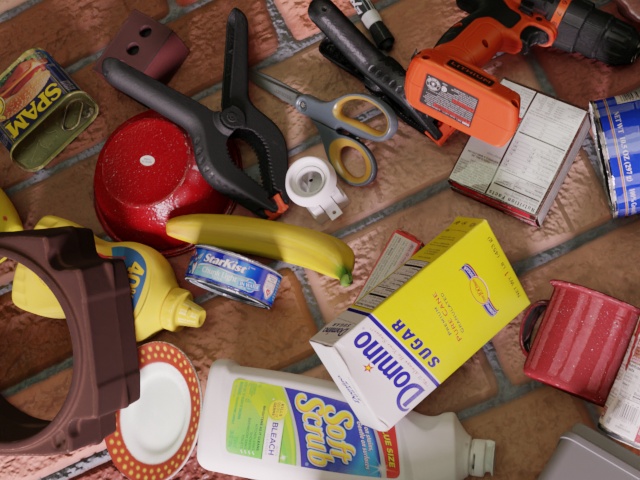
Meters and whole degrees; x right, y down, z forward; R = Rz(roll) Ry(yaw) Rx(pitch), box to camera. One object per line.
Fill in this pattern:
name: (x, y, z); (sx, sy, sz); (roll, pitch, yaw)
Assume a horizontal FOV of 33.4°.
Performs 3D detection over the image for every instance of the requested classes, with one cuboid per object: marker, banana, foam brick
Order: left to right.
foam brick: (-0.180, -0.184, 1.082); (0.053, 0.051, 0.078); (32, 85, 21)
banana: (-0.045, 0.002, 0.982); (0.198, 0.069, 0.037); (13, 97, 25)
marker: (0.040, -0.236, 1.052); (0.020, 0.020, 0.121); (-30, 69, 6)

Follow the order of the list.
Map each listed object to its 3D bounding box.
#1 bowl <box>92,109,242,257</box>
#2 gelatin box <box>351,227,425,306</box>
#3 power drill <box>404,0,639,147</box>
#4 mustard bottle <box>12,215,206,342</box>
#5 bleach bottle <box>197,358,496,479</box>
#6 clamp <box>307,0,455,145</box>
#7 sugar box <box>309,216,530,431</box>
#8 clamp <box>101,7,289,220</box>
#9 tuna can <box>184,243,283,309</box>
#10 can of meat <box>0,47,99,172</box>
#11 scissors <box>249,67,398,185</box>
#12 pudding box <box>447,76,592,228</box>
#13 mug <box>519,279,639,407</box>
bowl: (-0.160, -0.067, 1.041); (0.162, 0.055, 0.162); (-4, 73, 14)
gelatin box: (0.063, 0.041, 0.935); (0.030, 0.073, 0.089); (27, 83, 22)
power drill: (0.173, -0.164, 0.937); (0.184, 0.057, 0.187); (27, 52, 15)
mustard bottle: (-0.196, 0.046, 1.016); (0.192, 0.058, 0.096); (17, 82, 19)
bleach bottle: (0.024, 0.165, 0.918); (0.251, 0.068, 0.102); (4, 75, 14)
clamp: (0.053, -0.155, 0.975); (0.171, 0.120, 0.039); (39, 93, 18)
sugar box: (0.085, 0.067, 0.883); (0.176, 0.048, 0.093); (-40, 110, -22)
clamp: (-0.101, -0.111, 1.007); (0.164, 0.036, 0.210); (-22, 84, -31)
tuna can: (-0.079, 0.033, 0.972); (0.086, 0.086, 0.034); (16, 81, 19)
can of meat: (-0.293, -0.136, 1.098); (0.102, 0.057, 0.084); (-43, 65, 0)
scissors: (-0.008, -0.110, 1.025); (0.202, 0.016, 0.096); (16, 111, 40)
pudding box: (0.179, -0.080, 0.957); (0.090, 0.039, 0.113); (26, 85, 20)
mug: (0.210, 0.084, 0.881); (0.117, 0.093, 0.081); (18, 84, 51)
